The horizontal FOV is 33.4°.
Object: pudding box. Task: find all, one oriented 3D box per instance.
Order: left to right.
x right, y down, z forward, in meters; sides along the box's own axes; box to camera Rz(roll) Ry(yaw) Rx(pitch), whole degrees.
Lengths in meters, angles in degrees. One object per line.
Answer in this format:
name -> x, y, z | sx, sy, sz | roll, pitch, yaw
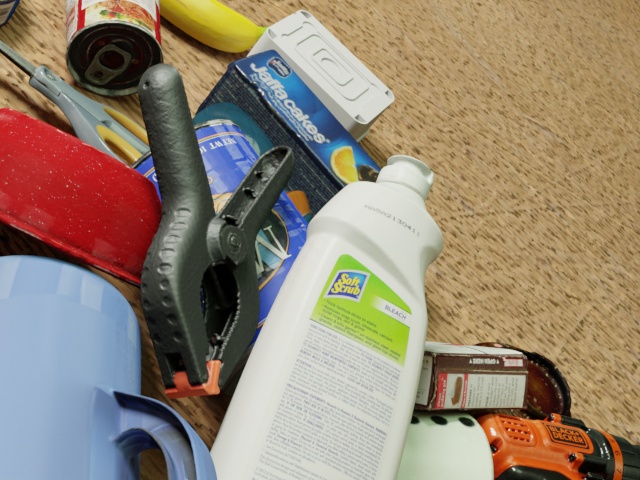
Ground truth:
pudding box -> 0.065, 0.086, 0.700 | 0.089, 0.114, 0.039 | 5, 86, -38

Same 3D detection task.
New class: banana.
banana -> -0.127, -0.210, 0.876 | 0.197, 0.037, 0.069 | 36, 20, -12

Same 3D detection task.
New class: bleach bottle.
bleach bottle -> 0.015, 0.068, 0.573 | 0.102, 0.068, 0.250 | 30, 66, -15

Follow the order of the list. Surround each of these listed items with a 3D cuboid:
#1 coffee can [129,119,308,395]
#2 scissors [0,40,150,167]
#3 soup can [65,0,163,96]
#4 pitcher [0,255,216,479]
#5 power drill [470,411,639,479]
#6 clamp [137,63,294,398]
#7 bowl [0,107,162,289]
coffee can -> -0.055, 0.010, 0.667 | 0.102, 0.103, 0.140 | -18, 67, -49
scissors -> -0.174, -0.092, 0.697 | 0.201, 0.016, 0.096 | 34, 17, -26
soup can -> -0.151, -0.164, 0.779 | 0.068, 0.069, 0.102 | 18, 43, -29
pitcher -> -0.128, 0.119, 0.459 | 0.149, 0.145, 0.243 | 13, 40, -16
power drill -> 0.185, 0.191, 0.661 | 0.184, 0.057, 0.188 | 14, 30, -27
clamp -> -0.054, 0.001, 0.575 | 0.120, 0.039, 0.171 | 15, 71, -48
bowl -> -0.143, -0.027, 0.584 | 0.162, 0.055, 0.162 | 26, -5, 2
